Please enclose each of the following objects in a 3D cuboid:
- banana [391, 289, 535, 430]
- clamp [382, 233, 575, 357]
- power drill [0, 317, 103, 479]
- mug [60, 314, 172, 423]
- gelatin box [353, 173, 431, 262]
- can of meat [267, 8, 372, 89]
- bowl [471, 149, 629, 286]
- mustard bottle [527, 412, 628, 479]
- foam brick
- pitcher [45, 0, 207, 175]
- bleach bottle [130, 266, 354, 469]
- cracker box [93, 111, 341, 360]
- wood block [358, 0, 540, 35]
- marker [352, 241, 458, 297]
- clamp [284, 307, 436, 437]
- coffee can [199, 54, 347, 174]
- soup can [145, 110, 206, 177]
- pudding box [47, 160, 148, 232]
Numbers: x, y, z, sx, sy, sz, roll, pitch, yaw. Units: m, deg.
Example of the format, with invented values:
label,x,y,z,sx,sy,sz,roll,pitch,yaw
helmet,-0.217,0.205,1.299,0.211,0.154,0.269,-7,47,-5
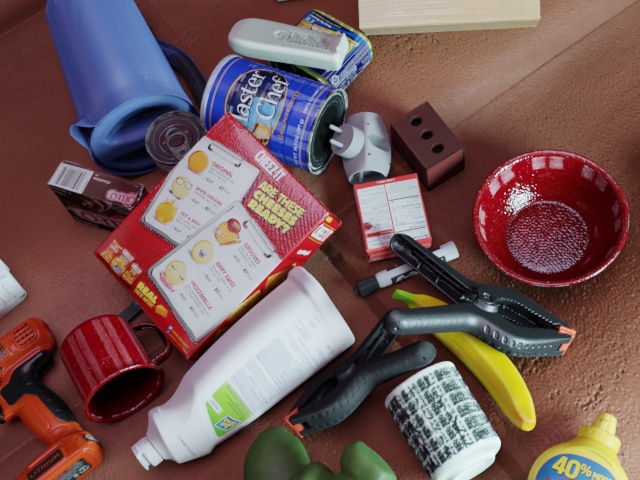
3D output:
label,x,y,z,sx,sy,sz,roll,pitch,yaw
banana,0.154,0.118,1.088,0.198,0.037,0.069,43,35,25
clamp,0.158,0.064,1.097,0.210,0.036,0.164,16,33,-11
power drill,-0.334,0.196,1.136,0.184,0.057,0.188,-37,65,-7
mug,-0.214,0.127,1.133,0.117,0.093,0.081,-31,59,-10
gelatin box,0.080,-0.025,1.188,0.073,0.030,0.089,-11,63,3
can of meat,0.000,-0.221,1.281,0.102,0.057,0.084,34,73,23
bowl,0.244,-0.015,1.140,0.162,0.055,0.162,-4,64,8
mustard bottle,0.239,0.251,1.012,0.096,0.058,0.191,20,69,21
foam brick,0.121,-0.107,1.208,0.053,0.051,0.078,-32,63,-7
pitcher,-0.237,-0.207,1.285,0.145,0.149,0.243,-33,60,10
bleach bottle,-0.090,0.141,1.098,0.250,0.102,0.068,-37,30,-8
cracker box,-0.110,-0.002,1.143,0.214,0.072,0.164,-46,74,4
wood block,0.150,-0.295,1.257,0.206,0.090,0.091,-1,95,9
marker,0.092,0.032,1.164,0.121,0.020,0.020,-22,63,-2
clamp,0.037,0.135,1.100,0.171,0.120,0.039,-33,104,7
coffee can,-0.053,-0.145,1.227,0.140,0.103,0.102,20,69,18
soup can,-0.153,-0.092,1.219,0.068,0.102,0.068,-4,64,8
pudding box,-0.242,-0.042,1.217,0.114,0.090,0.039,19,67,18
